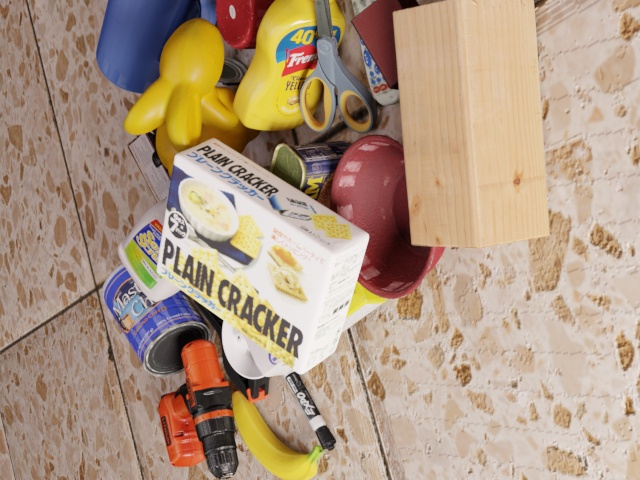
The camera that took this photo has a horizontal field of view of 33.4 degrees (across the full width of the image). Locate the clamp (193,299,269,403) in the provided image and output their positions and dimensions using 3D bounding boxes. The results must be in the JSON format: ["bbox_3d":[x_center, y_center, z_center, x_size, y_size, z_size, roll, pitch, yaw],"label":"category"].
[{"bbox_3d":[-0.100,0.118,1.358,0.120,0.039,0.171,-41,72,51],"label":"clamp"}]

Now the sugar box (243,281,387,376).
[{"bbox_3d":[-0.016,0.070,1.177,0.176,0.048,0.093,-39,66,31],"label":"sugar box"}]

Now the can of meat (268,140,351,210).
[{"bbox_3d":[-0.009,-0.056,1.144,0.057,0.083,0.102,48,134,38],"label":"can of meat"}]

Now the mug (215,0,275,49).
[{"bbox_3d":[-0.058,-0.261,1.167,0.093,0.081,0.117,56,139,31],"label":"mug"}]

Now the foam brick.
[{"bbox_3d":[0.075,-0.187,0.996,0.051,0.052,0.078,-33,80,28],"label":"foam brick"}]

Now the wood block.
[{"bbox_3d":[0.131,-0.102,0.927,0.090,0.090,0.206,4,101,55],"label":"wood block"}]

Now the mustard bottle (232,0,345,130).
[{"bbox_3d":[-0.024,-0.206,1.120,0.058,0.096,0.192,54,137,33],"label":"mustard bottle"}]

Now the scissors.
[{"bbox_3d":[0.023,-0.183,1.067,0.096,0.016,0.202,26,138,13],"label":"scissors"}]

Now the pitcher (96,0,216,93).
[{"bbox_3d":[-0.199,-0.288,1.328,0.243,0.145,0.149,-55,12,50],"label":"pitcher"}]

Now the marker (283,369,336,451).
[{"bbox_3d":[-0.014,0.197,1.270,0.121,0.020,0.020,59,140,29],"label":"marker"}]

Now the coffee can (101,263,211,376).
[{"bbox_3d":[-0.229,0.104,1.482,0.140,0.102,0.103,50,136,36],"label":"coffee can"}]

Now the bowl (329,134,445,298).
[{"bbox_3d":[0.078,-0.026,1.052,0.162,0.055,0.162,18,113,52],"label":"bowl"}]

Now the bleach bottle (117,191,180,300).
[{"bbox_3d":[-0.181,-0.011,1.300,0.102,0.068,0.251,56,152,8],"label":"bleach bottle"}]

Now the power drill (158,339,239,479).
[{"bbox_3d":[-0.162,0.245,1.429,0.188,0.057,0.184,130,132,-57],"label":"power drill"}]

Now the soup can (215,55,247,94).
[{"bbox_3d":[-0.131,-0.168,1.308,0.069,0.068,0.102,51,135,35],"label":"soup can"}]

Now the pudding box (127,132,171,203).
[{"bbox_3d":[-0.196,-0.083,1.398,0.039,0.090,0.113,-40,60,11],"label":"pudding box"}]

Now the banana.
[{"bbox_3d":[-0.058,0.253,1.335,0.198,0.037,0.069,23,97,49],"label":"banana"}]
